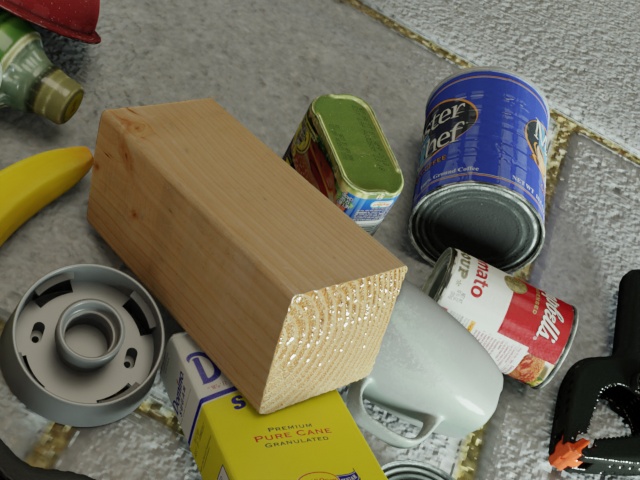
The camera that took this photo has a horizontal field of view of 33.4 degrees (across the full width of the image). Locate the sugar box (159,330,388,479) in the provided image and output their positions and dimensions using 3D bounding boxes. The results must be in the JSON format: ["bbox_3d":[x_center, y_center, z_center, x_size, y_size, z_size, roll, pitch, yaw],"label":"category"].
[{"bbox_3d":[-0.025,0.121,0.631,0.093,0.048,0.176,-3,41,-28],"label":"sugar box"}]

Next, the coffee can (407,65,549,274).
[{"bbox_3d":[0.127,-0.055,0.843,0.102,0.103,0.140,22,47,-9],"label":"coffee can"}]

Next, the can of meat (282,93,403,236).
[{"bbox_3d":[0.012,-0.046,0.791,0.057,0.084,0.102,-4,55,-29],"label":"can of meat"}]

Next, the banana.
[{"bbox_3d":[-0.203,-0.004,0.674,0.069,0.037,0.197,12,38,-1],"label":"banana"}]

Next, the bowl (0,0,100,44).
[{"bbox_3d":[-0.220,-0.206,0.775,0.162,0.055,0.162,30,12,-7],"label":"bowl"}]

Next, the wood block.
[{"bbox_3d":[-0.055,0.001,0.673,0.090,0.090,0.206,-14,43,-39],"label":"wood block"}]

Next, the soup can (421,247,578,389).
[{"bbox_3d":[0.125,0.056,0.774,0.102,0.069,0.068,26,46,-4],"label":"soup can"}]
